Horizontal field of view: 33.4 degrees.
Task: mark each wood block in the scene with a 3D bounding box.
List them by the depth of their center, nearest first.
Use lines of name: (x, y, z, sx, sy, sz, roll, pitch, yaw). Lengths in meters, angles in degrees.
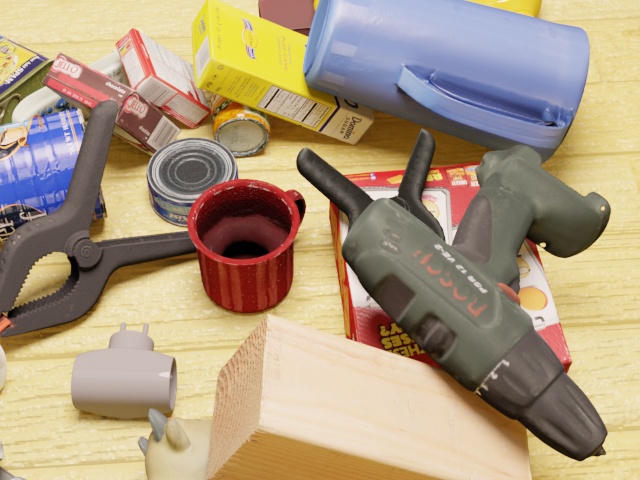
wood block: (0.035, 0.137, 0.748, 0.205, 0.091, 0.090, 19, 47, -19)

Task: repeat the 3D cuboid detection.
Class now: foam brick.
foam brick: (-0.024, -0.218, 1.113, 0.078, 0.051, 0.053, -5, 52, -5)

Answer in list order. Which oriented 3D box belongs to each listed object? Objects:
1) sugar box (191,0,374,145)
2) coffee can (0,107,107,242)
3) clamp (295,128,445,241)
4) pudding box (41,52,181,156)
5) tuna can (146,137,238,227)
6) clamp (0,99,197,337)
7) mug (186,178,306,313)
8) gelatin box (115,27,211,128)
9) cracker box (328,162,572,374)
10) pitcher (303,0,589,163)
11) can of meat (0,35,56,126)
sugar box: (-0.035, -0.161, 1.020, 0.176, 0.048, 0.093, 15, 46, -25)
coffee can: (-0.270, -0.053, 0.943, 0.140, 0.103, 0.103, -14, 53, -12)
clamp: (0.063, -0.024, 0.872, 0.120, 0.039, 0.171, -21, 61, -9)
pudding box: (-0.193, -0.124, 0.996, 0.090, 0.113, 0.039, 29, 84, 20)
tuna can: (-0.118, -0.055, 0.991, 0.086, 0.034, 0.086, 0, 51, 0)
clamp: (-0.204, -0.005, 0.895, 0.209, 0.164, 0.036, -38, 27, -18)
mug: (-0.056, 0.001, 0.915, 0.093, 0.081, 0.117, 33, 58, 24)
gelatin box: (-0.153, -0.158, 1.043, 0.030, 0.089, 0.073, -39, 52, 19)
cracker box: (0.099, 0.037, 0.895, 0.164, 0.072, 0.214, -5, 52, -4)
pitcher: (0.112, -0.157, 0.970, 0.242, 0.149, 0.145, 14, 78, -9)
can of meat: (-0.315, -0.151, 1.053, 0.084, 0.057, 0.102, 27, 55, 22)
